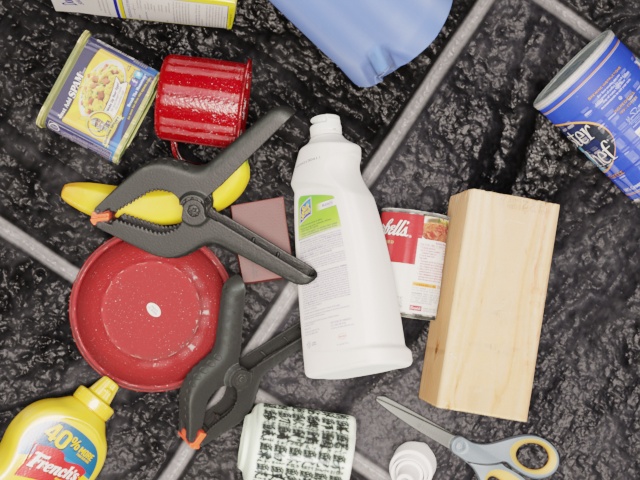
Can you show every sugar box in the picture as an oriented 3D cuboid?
[{"bbox_3d":[-0.167,-0.240,1.011,0.176,0.093,0.048,8,85,-6],"label":"sugar box"}]

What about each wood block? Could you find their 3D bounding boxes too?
[{"bbox_3d":[0.161,0.062,1.035,0.090,0.091,0.206,10,87,-6],"label":"wood block"}]

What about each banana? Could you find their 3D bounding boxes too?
[{"bbox_3d":[-0.147,-0.046,1.018,0.198,0.037,0.069,-14,113,12],"label":"banana"}]

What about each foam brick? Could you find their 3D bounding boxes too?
[{"bbox_3d":[-0.057,0.001,1.034,0.053,0.051,0.078,-8,88,-6],"label":"foam brick"}]

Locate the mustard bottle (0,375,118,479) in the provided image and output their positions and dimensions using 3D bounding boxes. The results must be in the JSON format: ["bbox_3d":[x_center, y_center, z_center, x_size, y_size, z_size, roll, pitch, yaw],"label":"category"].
[{"bbox_3d":[-0.256,0.205,0.990,0.096,0.058,0.191,47,72,-27],"label":"mustard bottle"}]

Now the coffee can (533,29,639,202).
[{"bbox_3d":[0.296,-0.122,1.051,0.140,0.103,0.103,44,84,-3],"label":"coffee can"}]

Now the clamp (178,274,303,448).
[{"bbox_3d":[-0.074,0.123,1.024,0.120,0.039,0.171,22,100,-31],"label":"clamp"}]

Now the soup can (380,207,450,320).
[{"bbox_3d":[0.086,0.023,1.040,0.068,0.068,0.102,9,87,-6],"label":"soup can"}]

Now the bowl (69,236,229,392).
[{"bbox_3d":[-0.161,0.066,1.018,0.162,0.055,0.162,0,88,-7],"label":"bowl"}]

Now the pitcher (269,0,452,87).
[{"bbox_3d":[-0.004,-0.267,0.972,0.242,0.149,0.145,36,85,-31],"label":"pitcher"}]

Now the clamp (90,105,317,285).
[{"bbox_3d":[-0.105,-0.023,0.978,0.210,0.036,0.164,-11,103,13],"label":"clamp"}]

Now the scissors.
[{"bbox_3d":[0.157,0.196,1.066,0.096,0.016,0.202,-44,92,-8],"label":"scissors"}]

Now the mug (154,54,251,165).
[{"bbox_3d":[-0.113,-0.121,1.020,0.081,0.093,0.117,8,114,-1],"label":"mug"}]

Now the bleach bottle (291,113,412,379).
[{"bbox_3d":[0.022,0.000,1.010,0.067,0.103,0.251,10,69,-48],"label":"bleach bottle"}]

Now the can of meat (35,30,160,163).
[{"bbox_3d":[-0.209,-0.135,1.021,0.084,0.057,0.102,27,86,-7],"label":"can of meat"}]
